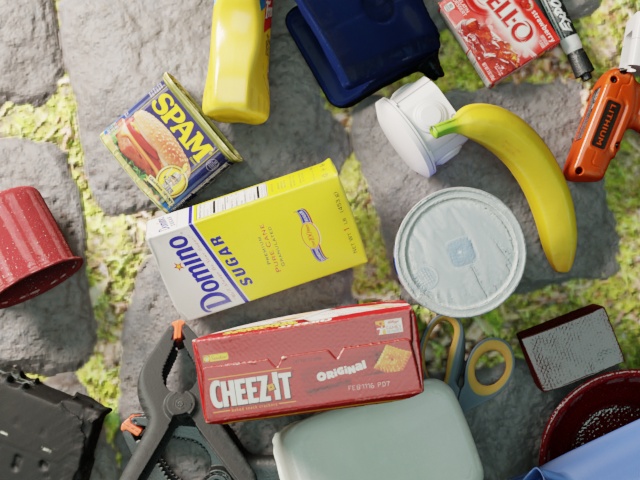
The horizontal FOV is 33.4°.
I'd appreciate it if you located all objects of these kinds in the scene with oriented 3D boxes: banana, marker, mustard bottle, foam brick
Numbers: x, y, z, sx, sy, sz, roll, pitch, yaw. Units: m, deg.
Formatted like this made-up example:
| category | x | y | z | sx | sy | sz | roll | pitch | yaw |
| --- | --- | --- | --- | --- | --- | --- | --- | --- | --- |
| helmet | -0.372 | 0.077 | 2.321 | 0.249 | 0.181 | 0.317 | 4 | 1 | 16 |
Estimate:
| category | x | y | z | sx | sy | sz | roll | pitch | yaw |
| --- | --- | --- | --- | --- | --- | --- | --- | --- | --- |
| banana | 0.173 | -0.056 | 0.921 | 0.069 | 0.037 | 0.197 | -45 | 114 | 3 |
| marker | 0.215 | -0.199 | 0.959 | 0.020 | 0.020 | 0.121 | -25 | 87 | 2 |
| mustard bottle | -0.068 | -0.202 | 0.937 | 0.058 | 0.096 | 0.191 | 3 | 89 | 4 |
| foam brick | 0.218 | 0.094 | 0.936 | 0.078 | 0.051 | 0.053 | -21 | 89 | 3 |

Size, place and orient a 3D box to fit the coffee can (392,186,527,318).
| category | x | y | z | sx | sy | sz | roll | pitch | yaw |
| --- | --- | --- | --- | --- | --- | --- | --- | --- | --- |
| coffee can | 0.113 | 0.011 | 0.899 | 0.103 | 0.140 | 0.103 | 0 | 89 | 3 |

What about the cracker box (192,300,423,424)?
| category | x | y | z | sx | sy | sz | roll | pitch | yaw |
| --- | --- | --- | --- | --- | --- | --- | --- | --- | --- |
| cracker box | -0.003 | 0.095 | 0.868 | 0.164 | 0.213 | 0.072 | -9 | 88 | 3 |

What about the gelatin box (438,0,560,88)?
| category | x | y | z | sx | sy | sz | roll | pitch | yaw |
| --- | --- | --- | --- | --- | --- | --- | --- | --- | --- |
| gelatin box | 0.159 | -0.193 | 0.956 | 0.073 | 0.030 | 0.089 | -32 | 87 | 2 |

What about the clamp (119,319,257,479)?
| category | x | y | z | sx | sy | sz | roll | pitch | yaw |
| --- | --- | --- | --- | --- | --- | --- | --- | --- | --- |
| clamp | -0.129 | 0.155 | 0.928 | 0.120 | 0.039 | 0.171 | -10 | 59 | -11 |

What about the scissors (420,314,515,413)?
| category | x | y | z | sx | sy | sz | roll | pitch | yaw |
| --- | --- | --- | --- | --- | --- | --- | --- | --- | --- |
| scissors | 0.123 | 0.165 | 0.941 | 0.096 | 0.016 | 0.202 | 3 | 78 | -3 |

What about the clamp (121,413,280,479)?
| category | x | y | z | sx | sy | sz | roll | pitch | yaw |
| --- | --- | --- | --- | --- | --- | --- | --- | --- | --- |
| clamp | -0.091 | 0.228 | 0.958 | 0.210 | 0.036 | 0.164 | 26 | 88 | 1 |

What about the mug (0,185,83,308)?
| category | x | y | z | sx | sy | sz | roll | pitch | yaw |
| --- | --- | --- | --- | --- | --- | --- | --- | --- | --- |
| mug | -0.279 | 0.010 | 0.957 | 0.117 | 0.093 | 0.081 | -35 | 81 | 38 |

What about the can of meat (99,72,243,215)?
| category | x | y | z | sx | sy | sz | roll | pitch | yaw |
| --- | --- | --- | --- | --- | --- | --- | --- | --- | --- |
| can of meat | -0.135 | -0.085 | 0.959 | 0.084 | 0.057 | 0.102 | -40 | 86 | 5 |

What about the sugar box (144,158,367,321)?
| category | x | y | z | sx | sy | sz | roll | pitch | yaw |
| --- | --- | --- | --- | --- | --- | --- | --- | --- | --- |
| sugar box | -0.056 | 0.001 | 0.941 | 0.176 | 0.048 | 0.093 | -20 | 115 | 1 |
